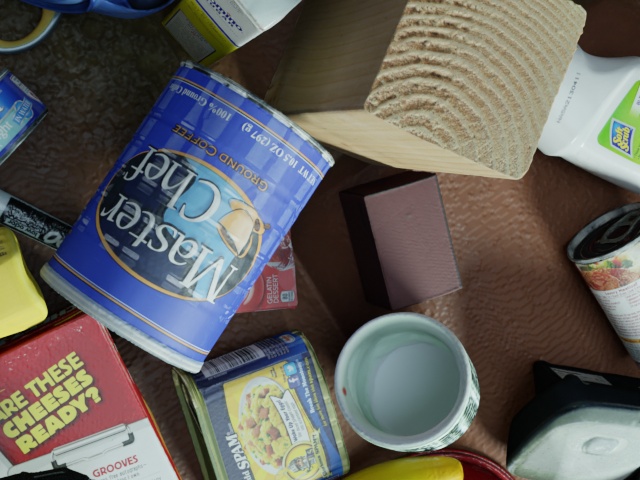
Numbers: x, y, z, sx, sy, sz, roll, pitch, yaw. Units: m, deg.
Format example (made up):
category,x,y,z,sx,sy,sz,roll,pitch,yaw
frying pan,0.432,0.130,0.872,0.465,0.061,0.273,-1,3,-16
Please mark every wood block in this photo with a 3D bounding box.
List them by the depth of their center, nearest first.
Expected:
category,x,y,z,sx,sy,sz,roll,pitch,yaw
wood block,0.045,-0.094,0.593,0.090,0.206,0.091,22,89,-17

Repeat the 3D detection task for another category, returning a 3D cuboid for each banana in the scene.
category,x,y,z,sx,sy,sz,roll,pitch,yaw
banana,0.005,0.195,0.678,0.069,0.037,0.198,32,108,-19

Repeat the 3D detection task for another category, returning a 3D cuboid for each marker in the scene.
category,x,y,z,sx,sy,sz,roll,pitch,yaw
marker,-0.149,0.001,0.643,0.121,0.020,0.020,28,87,-17

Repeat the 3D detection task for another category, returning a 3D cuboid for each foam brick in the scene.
category,x,y,z,sx,sy,sz,roll,pitch,yaw
foam brick,0.051,0.000,0.685,0.051,0.053,0.078,-17,100,-15

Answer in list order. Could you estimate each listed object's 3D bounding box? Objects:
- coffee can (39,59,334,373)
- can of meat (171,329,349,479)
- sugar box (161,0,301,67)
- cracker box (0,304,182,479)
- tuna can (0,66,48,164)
category,x,y,z,sx,sy,sz,roll,pitch,yaw
coffee can,-0.073,-0.013,0.590,0.102,0.103,0.140,34,86,-17
can of meat,-0.037,0.114,0.668,0.083,0.057,0.102,-19,101,-16
sugar box,-0.029,-0.145,0.581,0.093,0.176,0.048,-44,105,-9
cracker box,-0.161,0.165,0.629,0.164,0.072,0.213,-27,102,-12
tuna can,-0.192,-0.054,0.590,0.033,0.086,0.086,45,82,-17
